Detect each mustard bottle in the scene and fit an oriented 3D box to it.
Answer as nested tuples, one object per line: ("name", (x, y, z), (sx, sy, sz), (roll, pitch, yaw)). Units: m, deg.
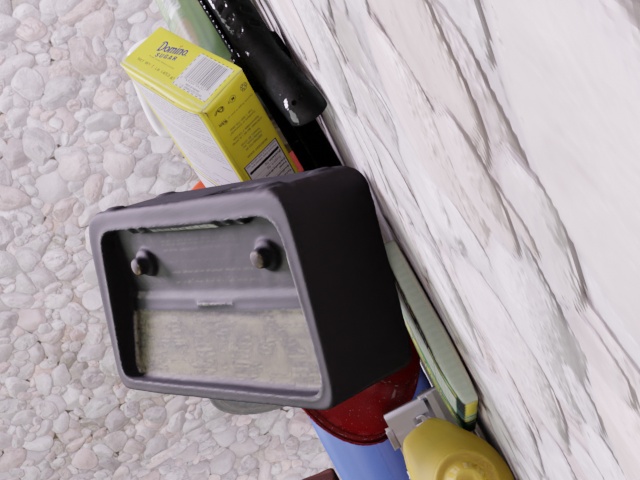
("mustard bottle", (0.097, 0.166, 0.728), (0.096, 0.058, 0.191), (51, 176, 13))

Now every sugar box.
("sugar box", (-0.061, -0.063, 0.750), (0.093, 0.048, 0.176), (33, 166, 37))

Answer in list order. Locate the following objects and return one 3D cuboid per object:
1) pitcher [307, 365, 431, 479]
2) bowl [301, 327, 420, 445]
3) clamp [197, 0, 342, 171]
("pitcher", (0.091, 0.232, 1.092), (0.243, 0.149, 0.145), (64, 168, 8))
("bowl", (0.036, 0.094, 0.934), (0.161, 0.055, 0.162), (27, -134, -32))
("clamp", (-0.038, -0.121, 0.716), (0.210, 0.036, 0.164), (58, 177, 17))
